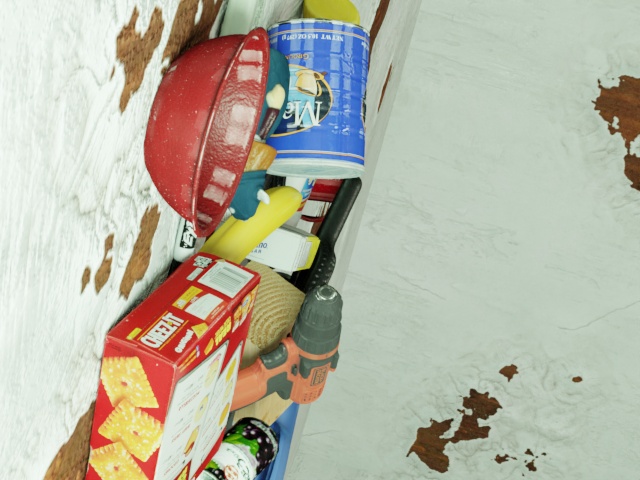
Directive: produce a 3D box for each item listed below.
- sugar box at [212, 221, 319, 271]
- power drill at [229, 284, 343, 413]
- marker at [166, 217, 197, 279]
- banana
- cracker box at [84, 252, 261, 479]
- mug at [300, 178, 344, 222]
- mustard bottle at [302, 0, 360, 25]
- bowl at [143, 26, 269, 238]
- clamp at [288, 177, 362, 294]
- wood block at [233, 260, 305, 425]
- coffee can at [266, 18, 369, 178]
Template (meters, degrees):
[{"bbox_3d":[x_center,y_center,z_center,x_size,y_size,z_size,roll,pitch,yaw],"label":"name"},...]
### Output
[{"bbox_3d":[-0.058,0.002,1.182,0.176,0.093,0.048,-14,122,-83],"label":"sugar box"},{"bbox_3d":[-0.066,0.129,1.098,0.057,0.187,0.184,58,-27,34],"label":"power drill"},{"bbox_3d":[-0.116,-0.013,0.942,0.020,0.020,0.121,-57,164,-70],"label":"marker"},{"bbox_3d":[-0.074,0.000,1.031,0.197,0.037,0.070,-42,154,-34],"label":"banana"},{"bbox_3d":[-0.132,0.137,0.923,0.164,0.072,0.214,-49,158,-57],"label":"cracker box"},{"bbox_3d":[-0.003,-0.082,1.424,0.093,0.081,0.117,72,26,-79],"label":"mug"},{"bbox_3d":[0.005,-0.182,1.229,0.096,0.058,0.192,-119,-152,-48],"label":"mustard bottle"},{"bbox_3d":[-0.088,-0.086,0.791,0.162,0.055,0.162,18,89,-84],"label":"bowl"},{"bbox_3d":[-0.004,0.018,1.320,0.165,0.036,0.210,-53,-164,31],"label":"clamp"},{"bbox_3d":[-0.076,0.131,1.256,0.090,0.091,0.206,-42,156,-31],"label":"wood block"},{"bbox_3d":[-0.005,-0.136,1.048,0.103,0.103,0.140,37,55,-84],"label":"coffee can"}]
